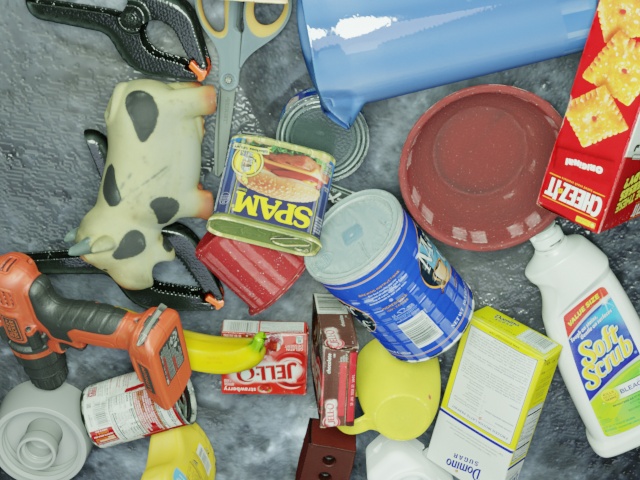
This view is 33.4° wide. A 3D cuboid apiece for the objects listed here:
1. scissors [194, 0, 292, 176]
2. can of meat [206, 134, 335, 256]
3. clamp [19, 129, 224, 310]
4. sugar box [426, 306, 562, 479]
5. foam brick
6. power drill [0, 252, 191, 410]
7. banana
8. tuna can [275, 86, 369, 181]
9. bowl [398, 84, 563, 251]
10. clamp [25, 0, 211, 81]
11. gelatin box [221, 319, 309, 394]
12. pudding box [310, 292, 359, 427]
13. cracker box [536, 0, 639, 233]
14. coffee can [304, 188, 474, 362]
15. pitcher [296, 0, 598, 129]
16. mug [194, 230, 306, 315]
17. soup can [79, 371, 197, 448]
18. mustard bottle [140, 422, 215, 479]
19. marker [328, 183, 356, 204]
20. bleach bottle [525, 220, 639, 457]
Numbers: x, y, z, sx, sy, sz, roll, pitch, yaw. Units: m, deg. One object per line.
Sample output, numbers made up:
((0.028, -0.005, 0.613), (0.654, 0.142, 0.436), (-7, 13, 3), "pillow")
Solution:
((-0.065, -0.157, 0.973), (0.096, 0.016, 0.202), (-6, 114, 5), "scissors")
((-0.042, -0.041, 0.946), (0.102, 0.057, 0.084), (14, 74, -6), "can of meat")
((-0.179, -0.001, 1.034), (0.210, 0.036, 0.165), (25, 108, -12), "clamp")
((0.174, 0.166, 1.080), (0.093, 0.048, 0.176), (30, 122, 32), "sugar box")
((0.005, 0.236, 1.132), (0.053, 0.051, 0.078), (10, 114, -4), "foam brick")
((-0.220, 0.101, 1.022), (0.188, 0.057, 0.184), (13, 140, 16), "power drill")
((-0.129, 0.099, 1.055), (0.198, 0.037, 0.069), (5, 128, 25), "banana")
((0.002, -0.099, 0.990), (0.086, 0.033, 0.086), (0, 114, 0), "tuna can")
((0.151, -0.073, 0.988), (0.162, 0.055, 0.162), (0, 114, 0), "bowl")
((-0.162, -0.209, 0.936), (0.171, 0.039, 0.120), (30, 119, -9), "clamp")
((-0.057, 0.120, 1.091), (0.089, 0.030, 0.073), (2, 114, 0), "gelatin box")
((0.012, 0.115, 1.043), (0.039, 0.113, 0.090), (1, 114, -4), "pudding box")
((0.275, -0.128, 0.907), (0.072, 0.163, 0.214), (29, 119, 32), "cracker box")
((0.065, 0.034, 0.992), (0.103, 0.103, 0.140), (-33, 128, 14), "coffee can")
((0.100, -0.202, 0.901), (0.243, 0.145, 0.149), (-11, 126, 1), "pitcher")
((-0.057, 0.001, 1.013), (0.081, 0.093, 0.117), (43, 77, -12), "mug")
((-0.186, 0.169, 1.094), (0.102, 0.068, 0.068), (-17, 113, 8), "soup can")
((-0.146, 0.262, 1.068), (0.058, 0.191, 0.096), (-17, 113, 8), "mustard bottle")
((0.010, -0.046, 1.022), (0.121, 0.020, 0.020), (20, 113, -9), "marker")
((0.265, 0.092, 1.060), (0.103, 0.068, 0.250), (-27, 109, 12), "bleach bottle")
